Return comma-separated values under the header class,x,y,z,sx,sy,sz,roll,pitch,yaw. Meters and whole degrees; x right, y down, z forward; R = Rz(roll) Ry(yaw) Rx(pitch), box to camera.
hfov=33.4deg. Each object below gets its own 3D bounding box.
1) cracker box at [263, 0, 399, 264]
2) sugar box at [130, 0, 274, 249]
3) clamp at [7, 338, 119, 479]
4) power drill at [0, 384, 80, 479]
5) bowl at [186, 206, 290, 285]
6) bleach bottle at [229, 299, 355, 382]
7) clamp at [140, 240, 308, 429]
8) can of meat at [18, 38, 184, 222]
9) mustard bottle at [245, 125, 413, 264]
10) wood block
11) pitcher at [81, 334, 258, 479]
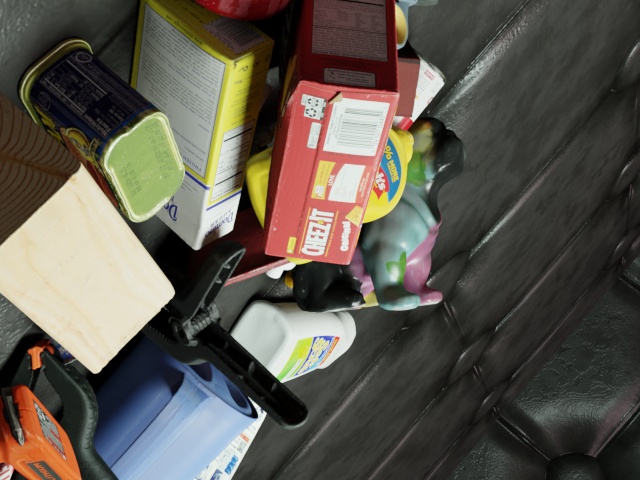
class,x,y,z,sx,sy,sz,roll,pitch,yaw
cracker box,0.005,-0.116,0.768,0.164,0.072,0.213,104,-10,-48
sugar box,-0.092,-0.087,0.756,0.048,0.093,0.176,-33,153,-36
clamp,-0.228,0.170,0.878,0.120,0.171,0.039,-16,-174,-4
power drill,-0.282,0.192,0.805,0.187,0.057,0.184,-25,147,-8
bowl,-0.056,0.001,0.953,0.162,0.055,0.162,-20,178,-1
bleach bottle,-0.018,0.112,1.249,0.103,0.068,0.250,-57,159,16
clamp,-0.096,0.074,0.875,0.036,0.210,0.164,-34,109,-33
can of meat,-0.140,-0.070,0.703,0.057,0.084,0.102,-44,157,-16
mustard bottle,0.023,-0.058,0.910,0.058,0.096,0.191,-22,-173,43
wood block,-0.184,0.002,0.724,0.090,0.091,0.206,-46,157,-12
pitcher,-0.184,0.204,0.990,0.243,0.145,0.149,-47,139,1
